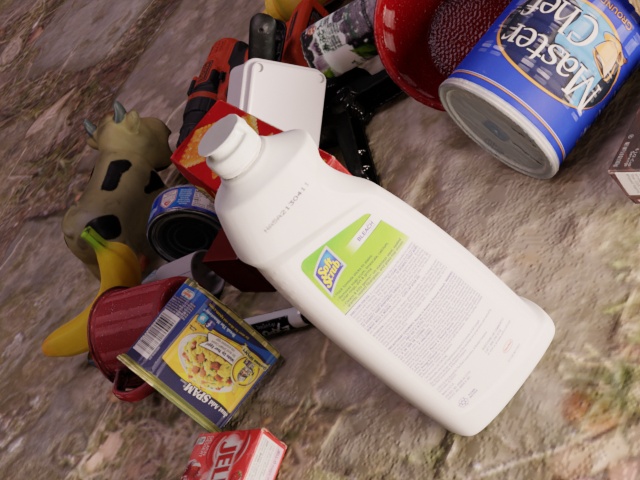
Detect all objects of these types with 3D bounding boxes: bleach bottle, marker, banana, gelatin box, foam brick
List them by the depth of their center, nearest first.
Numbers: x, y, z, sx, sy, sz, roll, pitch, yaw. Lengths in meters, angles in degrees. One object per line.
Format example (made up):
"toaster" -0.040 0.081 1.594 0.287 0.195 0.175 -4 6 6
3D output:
"bleach bottle" 0.030 0.011 0.624 0.102 0.250 0.068 -52 30 -8
"gelatin box" -0.072 0.181 0.775 0.073 0.030 0.089 -14 44 43
"marker" -0.034 0.066 0.872 0.121 0.020 0.020 -17 42 41
"foam brick" -0.056 0.001 0.944 0.053 0.051 0.078 -3 52 49
"banana" -0.211 0.059 1.012 0.198 0.069 0.037 -59 5 42

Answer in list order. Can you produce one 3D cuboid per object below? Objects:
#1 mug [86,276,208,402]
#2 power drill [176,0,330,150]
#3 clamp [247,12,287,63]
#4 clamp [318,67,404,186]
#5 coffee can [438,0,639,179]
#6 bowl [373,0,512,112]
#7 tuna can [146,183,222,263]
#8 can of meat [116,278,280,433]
"mug" -0.144 0.086 0.920 0.082 0.093 0.117 -16 41 35
"power drill" -0.074 -0.177 1.170 0.188 0.057 0.184 -19 43 38
"clamp" -0.058 -0.143 1.053 0.120 0.039 0.171 -56 -23 -70
"clamp" 0.038 -0.129 0.991 0.164 0.036 0.210 -52 30 -8
"coffee can" 0.167 -0.129 0.762 0.140 0.102 0.103 -51 30 -6
"bowl" 0.127 -0.175 0.868 0.162 0.055 0.162 -2 81 15
"tuna can" -0.120 -0.011 1.006 0.086 0.086 0.033 -27 38 31
"can of meat" -0.093 0.092 0.837 0.084 0.102 0.058 -51 30 -11
